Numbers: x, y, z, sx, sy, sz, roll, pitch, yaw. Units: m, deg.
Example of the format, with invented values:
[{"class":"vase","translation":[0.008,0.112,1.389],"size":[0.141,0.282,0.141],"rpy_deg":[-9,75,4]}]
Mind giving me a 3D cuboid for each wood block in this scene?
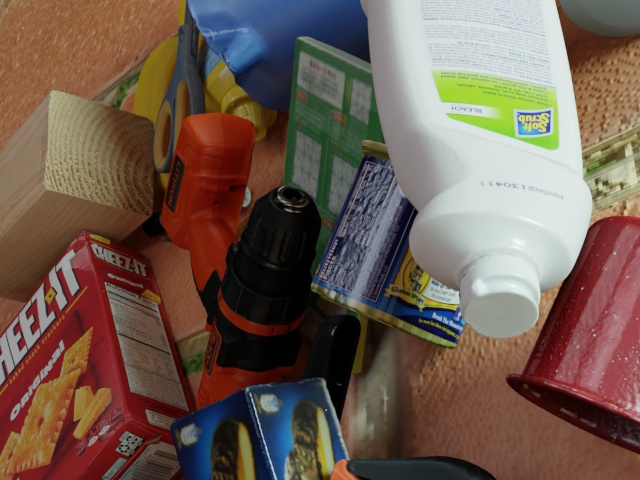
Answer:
[{"class":"wood block","translation":[-0.226,-0.028,0.886],"size":[0.207,0.090,0.090],"rpy_deg":[-33,52,46]}]

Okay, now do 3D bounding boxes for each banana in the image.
[{"class":"banana","translation":[-0.128,-0.106,0.895],"size":[0.070,0.037,0.198],"rpy_deg":[-31,47,35]}]

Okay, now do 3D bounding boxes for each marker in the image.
[{"class":"marker","translation":[-0.099,-0.022,0.824],"size":[0.121,0.020,0.020],"rpy_deg":[-15,57,44]}]

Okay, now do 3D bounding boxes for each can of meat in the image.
[{"class":"can of meat","translation":[0.049,0.006,0.564],"size":[0.058,0.102,0.084],"rpy_deg":[20,86,40]}]

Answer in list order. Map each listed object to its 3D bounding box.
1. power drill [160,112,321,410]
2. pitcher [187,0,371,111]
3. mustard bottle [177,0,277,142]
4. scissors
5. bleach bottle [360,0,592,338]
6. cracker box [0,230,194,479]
[{"class":"power drill","translation":[-0.054,0.001,0.676],"size":[0.188,0.057,0.185],"rpy_deg":[-109,30,-47]},{"class":"pitcher","translation":[0.043,-0.194,0.685],"size":[0.243,0.144,0.149],"rpy_deg":[-23,67,36]},{"class":"mustard bottle","translation":[-0.065,-0.146,0.827],"size":[0.096,0.058,0.191],"rpy_deg":[-41,42,28]},{"class":"scissors","translation":[-0.108,-0.139,0.822],"size":[0.096,0.016,0.202],"rpy_deg":[-40,48,54]},{"class":"bleach bottle","translation":[0.066,-0.060,0.496],"size":[0.250,0.102,0.068],"rpy_deg":[-86,1,-45]},{"class":"cracker box","translation":[-0.182,0.120,0.790],"size":[0.164,0.072,0.214],"rpy_deg":[-48,39,17]}]
